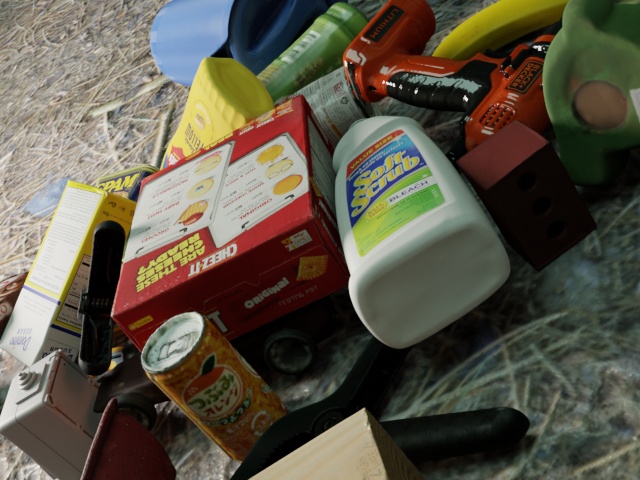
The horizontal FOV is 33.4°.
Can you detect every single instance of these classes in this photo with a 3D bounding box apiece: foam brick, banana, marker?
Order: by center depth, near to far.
[{"bbox_3d":[0.138,-0.031,0.715,0.053,0.078,0.051,-37,28,2],"label":"foam brick"},{"bbox_3d":[0.137,-0.102,0.873,0.020,0.020,0.121,5,50,50],"label":"marker"},{"bbox_3d":[0.171,-0.186,0.939,0.198,0.037,0.069,-28,49,20],"label":"banana"}]

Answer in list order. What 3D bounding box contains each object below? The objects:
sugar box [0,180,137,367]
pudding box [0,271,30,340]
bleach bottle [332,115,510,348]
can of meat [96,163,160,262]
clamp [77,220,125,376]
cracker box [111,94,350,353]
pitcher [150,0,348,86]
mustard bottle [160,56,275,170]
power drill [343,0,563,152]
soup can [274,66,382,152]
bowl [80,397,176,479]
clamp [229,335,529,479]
[{"bbox_3d":[-0.238,0.034,1.007,0.093,0.048,0.176,15,83,54],"label":"sugar box"},{"bbox_3d":[-0.325,0.069,1.084,0.090,0.039,0.113,-12,16,37],"label":"pudding box"},{"bbox_3d":[0.049,-0.028,0.762,0.102,0.068,0.251,-33,27,6],"label":"bleach bottle"},{"bbox_3d":[-0.205,-0.024,1.098,0.102,0.057,0.083,-11,42,40],"label":"can of meat"},{"bbox_3d":[-0.182,0.045,0.891,0.172,0.039,0.120,179,103,-76],"label":"clamp"},{"bbox_3d":[-0.065,-0.011,0.830,0.164,0.072,0.213,-27,29,12],"label":"cracker box"},{"bbox_3d":[-0.088,-0.233,1.202,0.243,0.149,0.145,13,86,57],"label":"pitcher"},{"bbox_3d":[-0.108,-0.067,0.987,0.096,0.058,0.192,54,132,32],"label":"mustard bottle"},{"bbox_3d":[0.127,-0.150,0.864,0.188,0.057,0.184,24,63,37],"label":"power drill"},{"bbox_3d":[-0.001,-0.109,0.983,0.102,0.068,0.068,-27,31,18],"label":"soup can"},{"bbox_3d":[-0.130,0.186,0.683,0.162,0.055,0.162,-166,91,-86],"label":"bowl"},{"bbox_3d":[0.021,0.127,0.664,0.210,0.036,0.165,-40,30,-4],"label":"clamp"}]
